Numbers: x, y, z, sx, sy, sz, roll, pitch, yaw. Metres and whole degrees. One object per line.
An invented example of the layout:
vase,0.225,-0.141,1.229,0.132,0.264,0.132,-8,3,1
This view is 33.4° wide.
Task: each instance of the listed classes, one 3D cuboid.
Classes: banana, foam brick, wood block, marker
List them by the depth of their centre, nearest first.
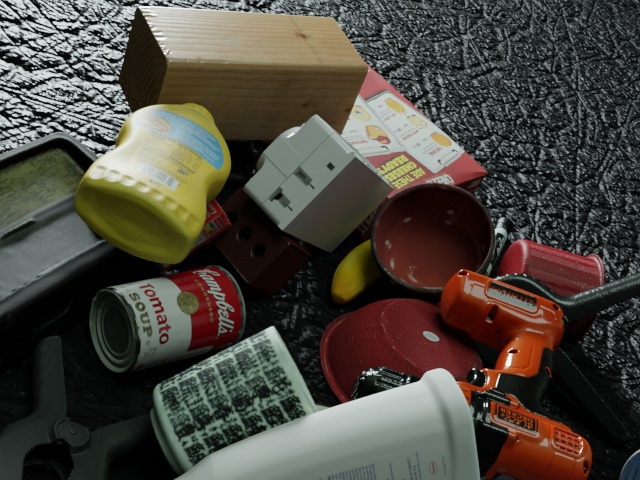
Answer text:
foam brick,-0.056,0.001,0.943,0.078,0.053,0.051,48,7,27
wood block,-0.073,-0.156,1.008,0.205,0.090,0.091,-4,46,-30
banana,0.078,0.021,1.035,0.197,0.037,0.070,-5,46,-38
marker,0.185,0.007,1.140,0.020,0.020,0.121,31,35,6

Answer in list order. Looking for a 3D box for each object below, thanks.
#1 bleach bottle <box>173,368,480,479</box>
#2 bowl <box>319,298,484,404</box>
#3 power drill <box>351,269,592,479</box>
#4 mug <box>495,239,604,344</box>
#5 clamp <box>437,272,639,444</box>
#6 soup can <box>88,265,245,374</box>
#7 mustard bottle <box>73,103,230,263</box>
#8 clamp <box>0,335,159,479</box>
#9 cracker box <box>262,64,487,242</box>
bleach bottle,-0.027,0.160,0.681,0.250,0.102,0.068,-12,25,-7
bowl,0.083,0.101,0.920,0.162,0.055,0.162,18,35,-14
power drill,0.123,0.103,0.846,0.184,0.057,0.187,22,36,-2
mug,0.221,0.044,1.064,0.081,0.093,0.117,16,16,-8
clamp,0.210,0.096,0.987,0.210,0.164,0.036,8,-6,2
soup can,-0.119,0.060,0.827,0.102,0.069,0.068,-11,50,-41
mustard bottle,-0.124,-0.062,0.869,0.096,0.058,0.191,27,34,-6
clamp,-0.162,0.141,0.722,0.120,0.039,0.171,21,35,-4
cracker box,0.045,-0.100,1.140,0.163,0.072,0.214,-19,57,-45
